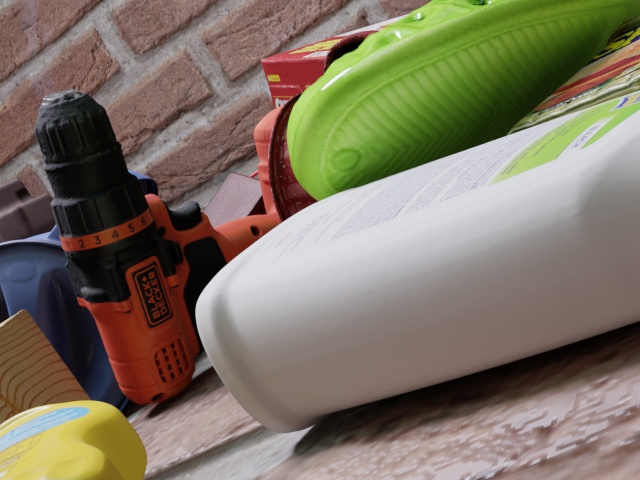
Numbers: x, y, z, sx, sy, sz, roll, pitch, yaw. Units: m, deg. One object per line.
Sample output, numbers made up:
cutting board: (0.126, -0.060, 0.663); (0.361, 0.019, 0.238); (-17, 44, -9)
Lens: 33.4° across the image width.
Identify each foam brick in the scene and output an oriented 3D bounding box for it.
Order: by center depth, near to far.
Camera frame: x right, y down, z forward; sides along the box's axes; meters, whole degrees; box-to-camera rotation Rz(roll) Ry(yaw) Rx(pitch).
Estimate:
foam brick: (-0.055, 0.001, 0.738); (0.051, 0.053, 0.078); (15, 65, 49)

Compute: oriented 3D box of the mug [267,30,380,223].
mug: (0.031, -0.050, 0.551); (0.082, 0.117, 0.093); (-8, -2, 36)

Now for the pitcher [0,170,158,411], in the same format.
pitcher: (-0.154, 0.036, 0.760); (0.149, 0.145, 0.242); (-25, 6, 12)

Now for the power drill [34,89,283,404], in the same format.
power drill: (-0.070, -0.020, 0.640); (0.187, 0.184, 0.057); (-28, 22, -38)

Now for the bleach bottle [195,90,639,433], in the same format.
bleach bottle: (0.068, -0.002, 0.317); (0.102, 0.068, 0.251); (-40, 12, -38)

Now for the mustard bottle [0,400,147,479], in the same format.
mustard bottle: (-0.113, 0.104, 0.413); (0.096, 0.058, 0.192); (-35, 7, -6)
